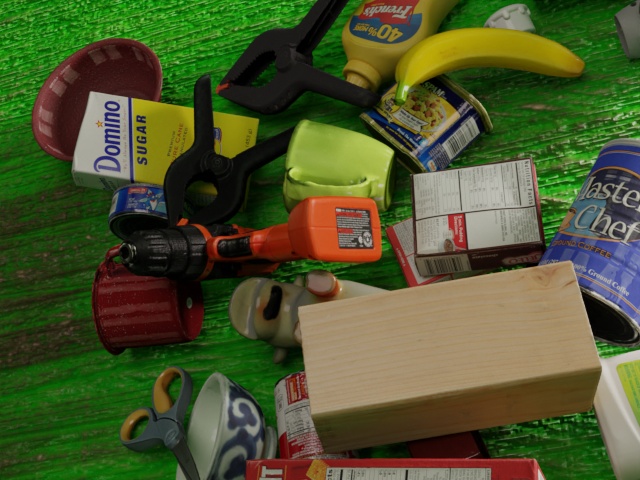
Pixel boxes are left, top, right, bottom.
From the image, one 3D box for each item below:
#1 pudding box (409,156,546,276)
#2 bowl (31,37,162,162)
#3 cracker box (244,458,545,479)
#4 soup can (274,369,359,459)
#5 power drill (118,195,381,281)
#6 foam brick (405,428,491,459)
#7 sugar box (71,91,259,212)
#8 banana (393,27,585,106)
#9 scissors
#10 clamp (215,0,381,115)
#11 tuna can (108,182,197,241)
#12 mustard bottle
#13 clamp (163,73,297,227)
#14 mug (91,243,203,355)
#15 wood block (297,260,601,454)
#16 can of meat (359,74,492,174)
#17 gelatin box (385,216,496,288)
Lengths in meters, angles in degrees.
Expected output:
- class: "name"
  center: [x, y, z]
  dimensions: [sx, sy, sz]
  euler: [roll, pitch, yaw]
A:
- class: "pudding box"
  center: [0.137, -0.021, 0.938]
  dimensions: [0.113, 0.039, 0.090]
  euler: [-6, 58, 11]
- class: "bowl"
  center: [-0.236, -0.143, 1.180]
  dimensions: [0.162, 0.055, 0.162]
  euler: [-10, 60, 17]
- class: "cracker box"
  center: [0.067, 0.220, 0.792]
  dimensions: [0.214, 0.164, 0.072]
  euler: [-5, 59, 19]
- class: "soup can"
  center: [-0.003, 0.168, 0.907]
  dimensions: [0.068, 0.068, 0.102]
  euler: [-16, 57, 13]
- class: "power drill"
  center: [-0.056, 0.001, 0.932]
  dimensions: [0.188, 0.184, 0.057]
  euler: [-8, 86, 40]
- class: "foam brick"
  center: [0.104, 0.170, 0.857]
  dimensions: [0.051, 0.078, 0.053]
  euler: [-27, 56, 8]
- class: "sugar box"
  center: [-0.156, -0.090, 1.081]
  dimensions: [0.176, 0.048, 0.093]
  euler: [9, 69, -4]
- class: "banana"
  center: [0.149, -0.169, 1.001]
  dimensions: [0.197, 0.037, 0.069]
  euler: [-12, 76, -14]
- class: "scissors"
  center: [-0.141, 0.182, 0.935]
  dimensions: [0.096, 0.016, 0.202]
  euler: [-41, 26, 13]
- class: "clamp"
  center: [-0.022, -0.194, 1.094]
  dimensions: [0.210, 0.036, 0.164]
  euler: [-10, 69, 39]
- class: "tuna can"
  center: [-0.168, -0.023, 1.068]
  dimensions: [0.086, 0.086, 0.033]
  euler: [-3, 63, 20]
- class: "mustard bottle"
  center: [0.076, -0.222, 1.098]
  dimensions: [0.096, 0.058, 0.191]
  euler: [22, 73, 30]
- class: "clamp"
  center: [-0.090, -0.071, 1.036]
  dimensions: [0.120, 0.039, 0.171]
  euler: [18, 74, 4]
- class: "mug"
  center: [-0.164, 0.050, 1.012]
  dimensions: [0.081, 0.117, 0.093]
  euler: [-6, 33, 13]
- class: "wood block"
  center: [0.094, 0.090, 0.803]
  dimensions: [0.206, 0.090, 0.091]
  euler: [-10, 59, 3]
- class: "can of meat"
  center: [0.100, -0.115, 1.030]
  dimensions: [0.084, 0.057, 0.102]
  euler: [-43, 56, -3]
- class: "gelatin box"
  center: [0.113, 0.006, 0.973]
  dimensions: [0.089, 0.030, 0.073]
  euler: [-24, 56, 4]
